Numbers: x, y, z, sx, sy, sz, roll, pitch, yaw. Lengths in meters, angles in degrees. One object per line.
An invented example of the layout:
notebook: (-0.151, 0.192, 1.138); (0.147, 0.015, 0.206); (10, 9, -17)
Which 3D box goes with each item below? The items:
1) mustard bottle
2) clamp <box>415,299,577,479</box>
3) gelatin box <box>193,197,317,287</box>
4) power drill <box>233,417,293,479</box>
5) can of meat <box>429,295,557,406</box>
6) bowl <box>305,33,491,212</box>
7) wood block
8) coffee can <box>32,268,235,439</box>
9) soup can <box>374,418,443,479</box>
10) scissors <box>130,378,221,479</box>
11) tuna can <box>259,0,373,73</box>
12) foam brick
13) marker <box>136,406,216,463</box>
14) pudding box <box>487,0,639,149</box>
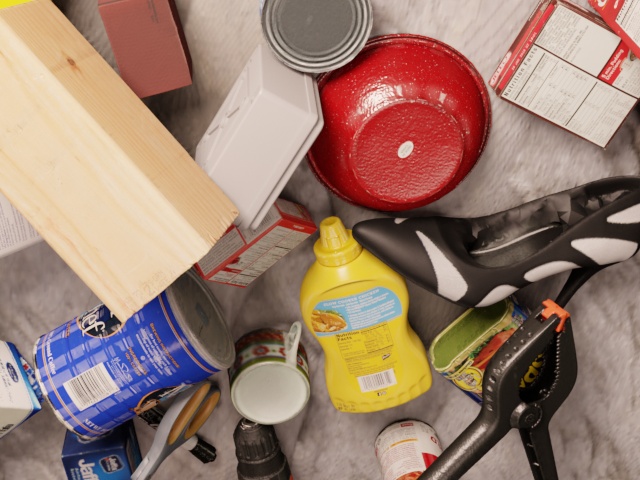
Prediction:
mustard bottle: (0.033, 0.063, 0.945); (0.096, 0.058, 0.191); (-14, 121, 7)
clamp: (0.182, 0.154, 0.949); (0.164, 0.036, 0.210); (13, 107, -33)
gelatin box: (-0.056, 0.001, 0.895); (0.089, 0.030, 0.073); (-37, 161, 15)
power drill: (-0.106, 0.271, 1.013); (0.187, 0.057, 0.184); (-25, 121, -22)
can of meat: (0.164, 0.103, 0.986); (0.084, 0.057, 0.102); (39, 109, -22)
bowl: (0.066, -0.083, 0.867); (0.162, 0.055, 0.162); (-3, 120, -5)
wood block: (-0.164, -0.058, 0.744); (0.090, 0.090, 0.206); (-39, 98, 20)
coffee can: (-0.159, 0.094, 0.916); (0.140, 0.103, 0.102); (-29, 119, 10)
soup can: (0.090, 0.229, 1.022); (0.068, 0.102, 0.068); (-3, 120, -5)
scissors: (-0.150, 0.205, 0.980); (0.016, 0.096, 0.202); (35, 103, 16)
tuna can: (-0.004, -0.175, 0.818); (0.086, 0.034, 0.086); (-3, 120, -5)
foam brick: (-0.131, -0.155, 0.805); (0.053, 0.051, 0.078); (-13, 121, 0)
marker: (-0.145, 0.177, 1.014); (0.020, 0.020, 0.121); (-42, 116, 17)
pudding box: (0.206, -0.136, 0.862); (0.113, 0.039, 0.090); (24, 115, -17)
